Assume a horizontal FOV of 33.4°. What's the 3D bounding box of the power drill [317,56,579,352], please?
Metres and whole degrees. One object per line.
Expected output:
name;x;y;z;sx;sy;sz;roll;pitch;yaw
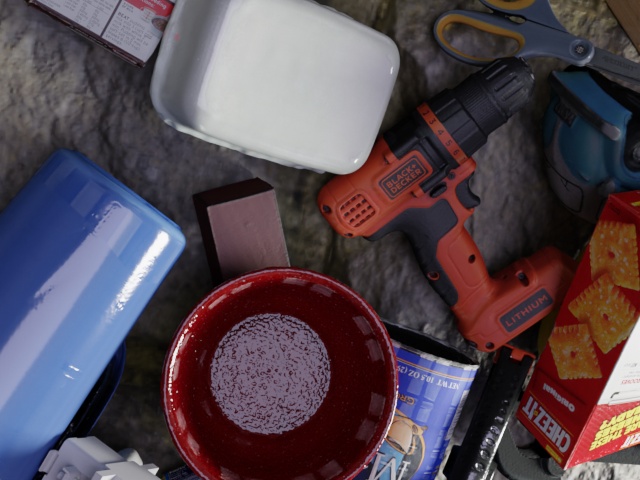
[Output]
power drill;0.118;-0.022;0.801;0.184;0.057;0.187;-36;109;11

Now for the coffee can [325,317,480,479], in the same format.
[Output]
coffee can;0.048;0.139;0.804;0.102;0.103;0.140;18;95;-21

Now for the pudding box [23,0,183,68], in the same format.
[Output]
pudding box;-0.131;-0.185;0.712;0.090;0.039;0.113;28;90;-22

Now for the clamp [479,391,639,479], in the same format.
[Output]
clamp;0.193;0.191;0.897;0.171;0.039;0.120;31;86;-15

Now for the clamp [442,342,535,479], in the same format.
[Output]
clamp;0.111;0.181;0.817;0.036;0.164;0.210;22;74;10

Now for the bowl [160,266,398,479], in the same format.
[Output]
bowl;-0.030;0.097;0.737;0.162;0.055;0.162;0;92;-11

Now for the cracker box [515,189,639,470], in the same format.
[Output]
cracker box;0.256;0.059;0.814;0.163;0.072;0.214;-9;130;-32

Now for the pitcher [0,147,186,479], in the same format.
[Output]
pitcher;-0.194;0.068;0.708;0.145;0.149;0.243;37;85;-6

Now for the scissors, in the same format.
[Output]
scissors;0.185;-0.158;0.781;0.202;0.016;0.096;9;83;12

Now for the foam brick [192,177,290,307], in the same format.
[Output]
foam brick;-0.055;0.001;0.768;0.051;0.053;0.078;-15;106;-14
